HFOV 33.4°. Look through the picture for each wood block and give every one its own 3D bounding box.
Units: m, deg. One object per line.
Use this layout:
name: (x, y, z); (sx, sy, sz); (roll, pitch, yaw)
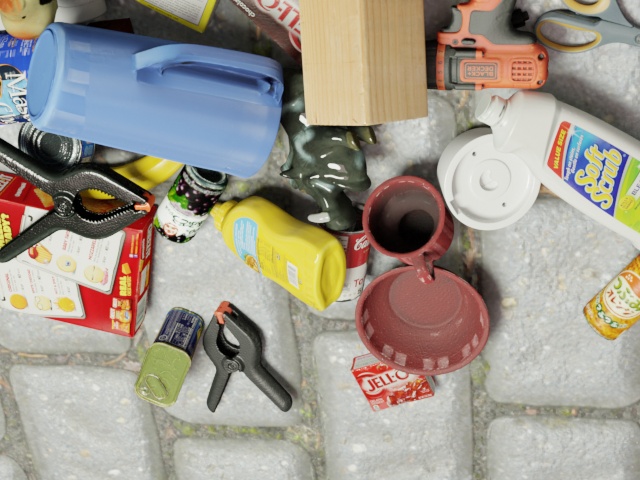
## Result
wood block: (0.039, -0.219, 1.037); (0.091, 0.090, 0.206); (9, 106, 47)

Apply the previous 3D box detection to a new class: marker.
marker: (0.159, -0.215, 1.115); (0.121, 0.020, 0.020); (-16, 117, 20)

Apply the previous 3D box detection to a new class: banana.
banana: (-0.231, -0.085, 1.265); (0.198, 0.037, 0.069); (-7, 120, 16)

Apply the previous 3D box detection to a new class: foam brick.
foam brick: (-0.237, -0.203, 1.167); (0.053, 0.078, 0.051); (-3, 123, 13)

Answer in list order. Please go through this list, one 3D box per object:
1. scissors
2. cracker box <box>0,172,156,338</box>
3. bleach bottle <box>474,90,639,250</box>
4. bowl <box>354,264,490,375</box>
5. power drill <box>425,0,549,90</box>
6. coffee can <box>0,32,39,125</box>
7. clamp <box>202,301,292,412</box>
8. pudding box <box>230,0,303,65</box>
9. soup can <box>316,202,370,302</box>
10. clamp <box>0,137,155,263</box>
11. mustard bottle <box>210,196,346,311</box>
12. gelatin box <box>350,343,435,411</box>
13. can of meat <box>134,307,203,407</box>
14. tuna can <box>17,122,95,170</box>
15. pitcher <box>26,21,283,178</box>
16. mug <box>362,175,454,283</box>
scissors: (0.319, -0.225, 1.079); (0.202, 0.016, 0.096); (4, 122, 9)
cracker box: (-0.318, 0.017, 1.327); (0.214, 0.072, 0.164); (13, 122, 5)
bleach bottle: (0.269, -0.081, 1.120); (0.250, 0.068, 0.103); (24, 108, -17)
bowl: (0.124, 0.084, 1.289); (0.162, 0.055, 0.162); (5, 123, 8)
power drill: (0.137, -0.242, 1.067); (0.184, 0.057, 0.188); (3, 115, 12)
coffee can: (-0.333, -0.181, 1.185); (0.140, 0.102, 0.103); (-4, 121, 14)
clamp: (-0.099, 0.160, 1.392); (0.120, 0.039, 0.171); (1, 122, 9)
pudding box: (-0.028, -0.253, 1.116); (0.113, 0.039, 0.090); (41, 120, -15)
soup can: (0.024, 0.013, 1.257); (0.068, 0.068, 0.102); (10, 124, 5)
clamp: (-0.297, -0.055, 1.223); (0.210, 0.036, 0.164); (-4, 117, 8)
mustard bottle: (-0.058, 0.001, 1.235); (0.192, 0.058, 0.096); (29, 141, 32)
gelatin box: (0.093, 0.176, 1.368); (0.089, 0.030, 0.073); (-18, 116, 21)
can of meat: (-0.193, 0.149, 1.377); (0.057, 0.084, 0.102); (22, 123, -3)
tuna can: (-0.309, -0.113, 1.247); (0.086, 0.033, 0.086); (3, 102, 15)
pitcher: (-0.164, -0.151, 1.090); (0.242, 0.145, 0.149); (8, 113, -31)
mug: (0.106, -0.007, 1.193); (0.093, 0.081, 0.117); (-22, 72, 14)
